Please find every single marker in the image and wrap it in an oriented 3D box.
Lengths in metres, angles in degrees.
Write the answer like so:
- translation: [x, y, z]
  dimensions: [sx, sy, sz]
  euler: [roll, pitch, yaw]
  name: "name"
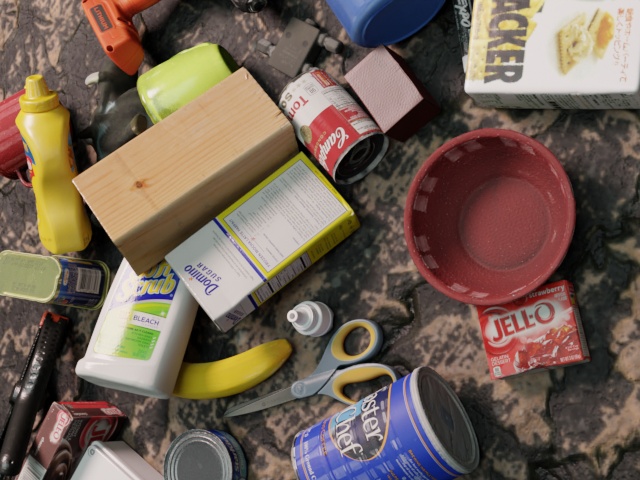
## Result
- translation: [0.139, -0.221, 1.037]
  dimensions: [0.020, 0.020, 0.121]
  euler: [-14, 76, 26]
  name: "marker"

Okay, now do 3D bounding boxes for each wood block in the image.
- translation: [-0.131, -0.070, 1.077]
  dimensions: [0.206, 0.090, 0.091]
  euler: [-34, 67, -8]
  name: "wood block"

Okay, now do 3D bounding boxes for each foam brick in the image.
- translation: [0.071, -0.144, 1.045]
  dimensions: [0.053, 0.051, 0.078]
  euler: [-39, 67, 17]
  name: "foam brick"

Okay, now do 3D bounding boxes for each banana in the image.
- translation: [-0.120, 0.132, 1.118]
  dimensions: [0.198, 0.037, 0.069]
  euler: [1, 86, 28]
  name: "banana"

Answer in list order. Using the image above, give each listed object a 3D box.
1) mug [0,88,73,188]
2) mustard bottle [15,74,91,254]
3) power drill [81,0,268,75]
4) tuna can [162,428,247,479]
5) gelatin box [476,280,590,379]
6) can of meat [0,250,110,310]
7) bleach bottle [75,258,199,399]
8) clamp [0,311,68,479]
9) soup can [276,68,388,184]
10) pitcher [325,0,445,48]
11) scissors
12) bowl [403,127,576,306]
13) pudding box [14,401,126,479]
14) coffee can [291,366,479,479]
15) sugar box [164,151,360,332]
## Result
- translation: [-0.341, -0.119, 1.244]
  dimensions: [0.082, 0.093, 0.117]
  euler: [-26, 77, 18]
  name: "mug"
- translation: [-0.294, -0.087, 1.168]
  dimensions: [0.096, 0.058, 0.192]
  euler: [-122, 25, -60]
  name: "mustard bottle"
- translation: [-0.157, -0.265, 1.157]
  dimensions: [0.188, 0.057, 0.184]
  euler: [-36, 54, 6]
  name: "power drill"
- translation: [-0.119, 0.238, 1.104]
  dimensions: [0.086, 0.033, 0.086]
  euler: [-4, 81, 28]
  name: "tuna can"
- translation: [0.190, 0.082, 0.962]
  dimensions: [0.089, 0.030, 0.073]
  euler: [-16, 75, 25]
  name: "gelatin box"
- translation: [-0.304, 0.044, 1.203]
  dimensions: [0.102, 0.083, 0.057]
  euler: [6, 86, 29]
  name: "can of meat"
- translation: [-0.171, 0.034, 1.124]
  dimensions: [0.103, 0.068, 0.251]
  euler: [9, 73, 16]
  name: "bleach bottle"
- translation: [-0.323, 0.176, 1.177]
  dimensions: [0.165, 0.036, 0.210]
  euler: [-29, 42, 64]
  name: "clamp"
- translation: [0.011, -0.114, 1.064]
  dimensions: [0.068, 0.068, 0.102]
  euler: [-47, 65, 15]
  name: "soup can"
- translation: [0.029, -0.320, 1.046]
  dimensions: [0.145, 0.149, 0.243]
  euler: [-31, 73, 9]
  name: "pitcher"
- translation: [-0.012, 0.129, 1.073]
  dimensions: [0.202, 0.016, 0.096]
  euler: [-5, 79, 28]
  name: "scissors"
- translation: [0.160, -0.019, 0.977]
  dimensions: [0.162, 0.055, 0.162]
  euler: [-4, 81, 28]
  name: "bowl"
- translation: [-0.271, 0.229, 1.156]
  dimensions: [0.039, 0.089, 0.113]
  euler: [34, 100, 29]
  name: "pudding box"
- translation: [0.059, 0.191, 0.976]
  dimensions: [0.140, 0.102, 0.103]
  euler: [-32, 70, 21]
  name: "coffee can"
- translation: [-0.057, 0.001, 1.064]
  dimensions: [0.176, 0.048, 0.093]
  euler: [-38, 64, -4]
  name: "sugar box"
